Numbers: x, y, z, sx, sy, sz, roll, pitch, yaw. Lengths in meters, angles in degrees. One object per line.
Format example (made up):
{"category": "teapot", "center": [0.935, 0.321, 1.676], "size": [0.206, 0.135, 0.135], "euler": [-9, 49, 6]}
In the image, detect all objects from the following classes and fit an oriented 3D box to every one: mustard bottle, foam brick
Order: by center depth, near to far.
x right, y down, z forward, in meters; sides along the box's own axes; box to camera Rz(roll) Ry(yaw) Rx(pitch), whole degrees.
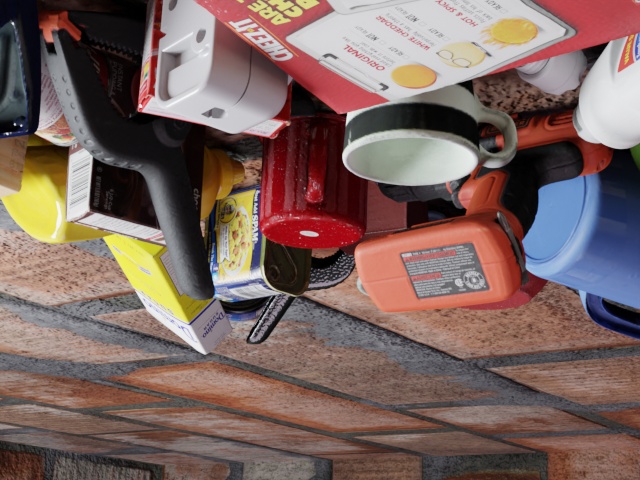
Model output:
{"category": "mustard bottle", "center": [-0.136, -0.044, 0.804], "size": [0.191, 0.058, 0.096], "euler": [-10, -149, -43]}
{"category": "foam brick", "center": [0.049, -0.022, 0.923], "size": [0.078, 0.051, 0.053], "euler": [-6, 160, 24]}

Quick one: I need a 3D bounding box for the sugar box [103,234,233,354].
{"category": "sugar box", "center": [-0.145, 0.030, 0.982], "size": [0.093, 0.048, 0.176], "euler": [33, 156, 30]}

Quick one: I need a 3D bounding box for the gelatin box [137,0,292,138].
{"category": "gelatin box", "center": [-0.060, -0.106, 0.633], "size": [0.089, 0.073, 0.030], "euler": [9, 162, -21]}

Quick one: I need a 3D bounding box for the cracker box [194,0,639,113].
{"category": "cracker box", "center": [0.051, -0.145, 0.484], "size": [0.214, 0.072, 0.164], "euler": [-10, 152, 36]}

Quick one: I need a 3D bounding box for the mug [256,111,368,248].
{"category": "mug", "center": [-0.004, -0.046, 0.802], "size": [0.093, 0.081, 0.117], "euler": [4, 163, -4]}

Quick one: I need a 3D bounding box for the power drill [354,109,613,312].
{"category": "power drill", "center": [0.094, -0.025, 0.731], "size": [0.185, 0.187, 0.057], "euler": [-11, 116, 34]}

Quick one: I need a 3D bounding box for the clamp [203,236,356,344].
{"category": "clamp", "center": [-0.025, 0.029, 1.006], "size": [0.171, 0.039, 0.120], "euler": [-17, 118, 12]}

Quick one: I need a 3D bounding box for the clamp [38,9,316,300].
{"category": "clamp", "center": [-0.091, -0.083, 0.681], "size": [0.036, 0.164, 0.209], "euler": [11, 151, 45]}

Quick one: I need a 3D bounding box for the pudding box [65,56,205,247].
{"category": "pudding box", "center": [-0.124, -0.058, 0.727], "size": [0.089, 0.113, 0.039], "euler": [16, 160, -40]}

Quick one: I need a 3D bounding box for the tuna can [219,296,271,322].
{"category": "tuna can", "center": [-0.083, 0.037, 1.069], "size": [0.086, 0.086, 0.034], "euler": [3, 161, -3]}

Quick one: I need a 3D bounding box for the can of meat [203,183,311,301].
{"category": "can of meat", "center": [-0.056, 0.001, 0.930], "size": [0.084, 0.102, 0.057], "euler": [-11, 159, 41]}
